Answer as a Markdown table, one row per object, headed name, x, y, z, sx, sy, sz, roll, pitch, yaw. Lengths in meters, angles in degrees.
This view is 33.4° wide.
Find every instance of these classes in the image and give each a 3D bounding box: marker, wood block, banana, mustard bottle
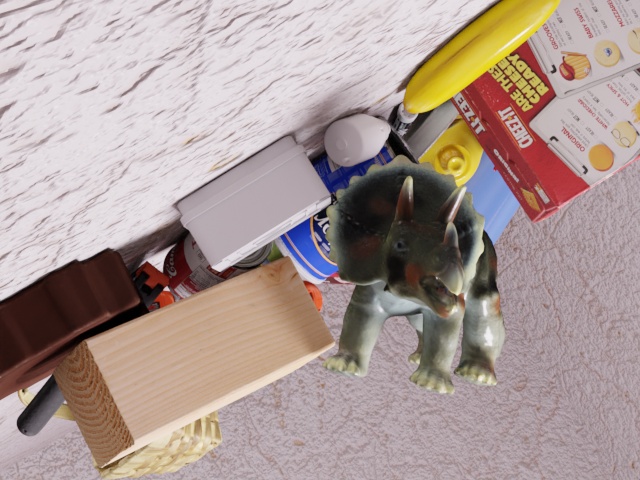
| name | x | y | z | sx | sy | sz | roll | pitch | yaw |
| --- | --- | --- | --- | --- | --- | --- | --- | --- | --- |
| marker | 0.080 | -0.115 | 1.065 | 0.020 | 0.020 | 0.121 | -31 | 175 | -7 |
| wood block | -0.104 | 0.099 | 0.897 | 0.205 | 0.091 | 0.090 | -23 | 170 | -37 |
| banana | 0.129 | -0.153 | 0.870 | 0.198 | 0.037 | 0.069 | -35 | 172 | 37 |
| mustard bottle | 0.136 | -0.093 | 1.176 | 0.096 | 0.058 | 0.191 | -44 | -173 | 7 |

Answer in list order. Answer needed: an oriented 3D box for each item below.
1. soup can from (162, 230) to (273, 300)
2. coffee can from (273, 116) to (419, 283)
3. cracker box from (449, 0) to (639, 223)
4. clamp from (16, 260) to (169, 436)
| name | x | y | z | sx | sy | sz | roll | pitch | yaw |
| --- | --- | --- | --- | --- | --- | --- | --- | --- | --- |
| soup can | -0.094 | 0.013 | 0.974 | 0.068 | 0.068 | 0.102 | -28 | 174 | -37 |
| coffee can | 0.027 | -0.038 | 1.021 | 0.140 | 0.103 | 0.102 | -33 | 175 | 15 |
| cracker box | 0.241 | -0.139 | 0.972 | 0.213 | 0.164 | 0.072 | -31 | 173 | -15 |
| clamp | -0.206 | 0.082 | 1.027 | 0.210 | 0.036 | 0.164 | -45 | -166 | 30 |
